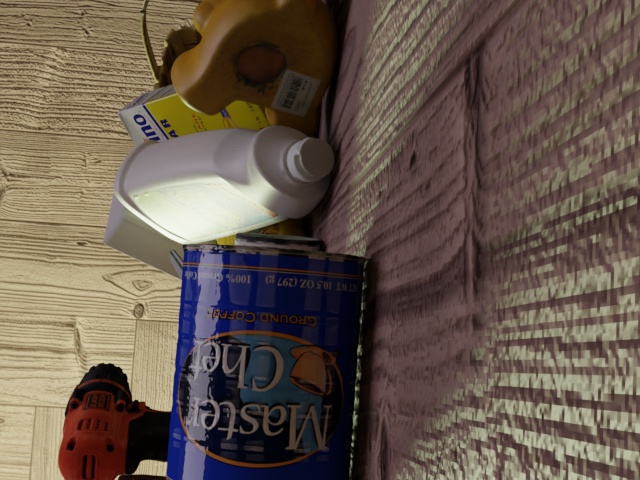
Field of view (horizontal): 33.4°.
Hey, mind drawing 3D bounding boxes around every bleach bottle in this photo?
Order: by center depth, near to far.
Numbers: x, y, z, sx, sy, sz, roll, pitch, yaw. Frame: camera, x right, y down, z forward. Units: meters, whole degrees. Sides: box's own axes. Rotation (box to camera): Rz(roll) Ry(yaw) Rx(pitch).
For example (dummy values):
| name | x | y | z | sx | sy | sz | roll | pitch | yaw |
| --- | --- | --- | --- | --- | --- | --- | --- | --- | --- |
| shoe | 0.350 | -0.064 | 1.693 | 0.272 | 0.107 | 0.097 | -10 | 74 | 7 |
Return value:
| name | x | y | z | sx | sy | sz | roll | pitch | yaw |
| --- | --- | --- | --- | --- | --- | --- | --- | --- | --- |
| bleach bottle | -0.073 | -0.052 | 0.852 | 0.251 | 0.102 | 0.068 | -10 | 46 | 58 |

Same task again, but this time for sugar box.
| name | x | y | z | sx | sy | sz | roll | pitch | yaw |
| --- | --- | --- | --- | --- | --- | --- | --- | --- | --- |
| sugar box | -0.098 | -0.101 | 0.959 | 0.048 | 0.177 | 0.093 | -47 | -64 | -42 |

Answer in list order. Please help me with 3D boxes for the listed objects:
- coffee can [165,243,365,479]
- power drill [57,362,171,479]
| name | x | y | z | sx | sy | sz | roll | pitch | yaw |
| --- | --- | --- | --- | --- | --- | --- | --- | --- | --- |
| coffee can | -0.030 | 0.076 | 0.588 | 0.103 | 0.102 | 0.140 | 159 | 115 | -83 |
| power drill | -0.105 | 0.142 | 0.832 | 0.184 | 0.187 | 0.057 | -116 | 29 | -75 |
